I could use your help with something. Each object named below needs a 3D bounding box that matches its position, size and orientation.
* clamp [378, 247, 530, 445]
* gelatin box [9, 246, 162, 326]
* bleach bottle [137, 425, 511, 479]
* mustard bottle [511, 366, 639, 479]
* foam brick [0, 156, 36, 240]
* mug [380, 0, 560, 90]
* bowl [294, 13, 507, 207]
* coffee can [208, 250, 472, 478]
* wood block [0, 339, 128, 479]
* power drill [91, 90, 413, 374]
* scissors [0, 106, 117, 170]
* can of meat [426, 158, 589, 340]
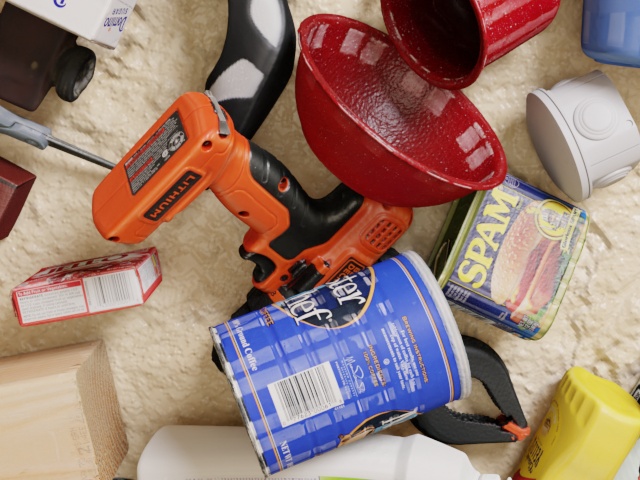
[{"bbox_3d":[0.068,0.099,0.765,0.171,0.039,0.120,42,99,-2],"label":"clamp"},{"bbox_3d":[-0.161,0.031,0.740,0.089,0.073,0.030,-10,99,4],"label":"gelatin box"},{"bbox_3d":[0.004,0.178,0.730,0.251,0.068,0.102,-2,114,18],"label":"bleach bottle"},{"bbox_3d":[0.157,0.187,0.750,0.058,0.096,0.192,25,101,-3],"label":"mustard bottle"},{"bbox_3d":[-0.247,-0.037,0.740,0.078,0.053,0.051,27,100,-3],"label":"foam brick"},{"bbox_3d":[0.091,-0.160,0.688,0.081,0.117,0.093,-32,135,-27],"label":"mug"},{"bbox_3d":[0.040,-0.073,0.683,0.162,0.162,0.055,36,120,-5],"label":"bowl"},{"bbox_3d":[0.012,0.078,0.684,0.140,0.103,0.103,-21,100,-7],"label":"coffee can"},{"bbox_3d":[-0.252,0.140,0.755,0.206,0.091,0.090,-11,100,4],"label":"wood block"},{"bbox_3d":[-0.055,0.001,0.702,0.184,0.057,0.187,-46,131,15],"label":"power drill"},{"bbox_3d":[-0.212,-0.074,0.742,0.201,0.096,0.016,28,72,-32],"label":"scissors"},{"bbox_3d":[0.126,0.008,0.728,0.084,0.057,0.102,25,82,-6],"label":"can of meat"}]
